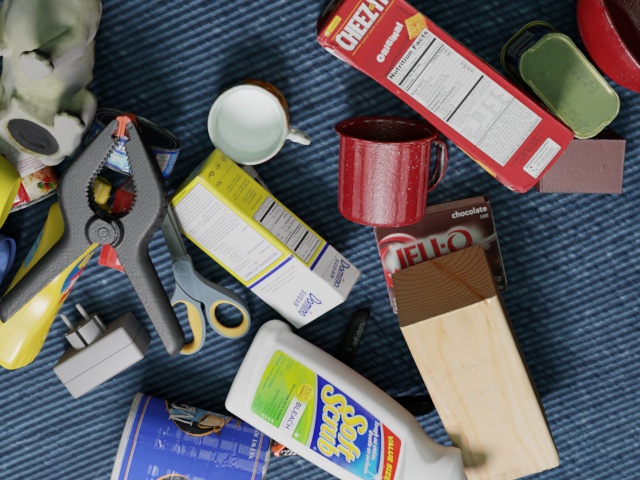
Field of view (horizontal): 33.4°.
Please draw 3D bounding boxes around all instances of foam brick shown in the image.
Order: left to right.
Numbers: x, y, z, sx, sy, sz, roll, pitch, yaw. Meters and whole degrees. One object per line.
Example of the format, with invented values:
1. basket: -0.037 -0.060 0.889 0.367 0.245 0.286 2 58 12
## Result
1. foam brick: 0.234 -0.073 0.978 0.078 0.053 0.051 1 106 1

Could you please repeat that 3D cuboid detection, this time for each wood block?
1. wood block: 0.145 0.120 0.990 0.090 0.091 0.206 -19 119 10

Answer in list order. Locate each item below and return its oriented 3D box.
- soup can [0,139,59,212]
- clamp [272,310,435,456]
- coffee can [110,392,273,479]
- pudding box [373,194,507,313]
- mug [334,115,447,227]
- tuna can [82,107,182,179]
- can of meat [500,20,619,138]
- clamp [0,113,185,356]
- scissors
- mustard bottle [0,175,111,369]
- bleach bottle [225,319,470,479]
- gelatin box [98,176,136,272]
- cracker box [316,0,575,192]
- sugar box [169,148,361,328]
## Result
1. soup can: -0.289 -0.082 0.979 0.068 0.068 0.102 -20 104 7
2. clamp: 0.016 0.150 1.056 0.171 0.039 0.120 -29 86 11
3. coffee can: -0.125 0.215 1.043 0.140 0.103 0.103 15 106 -3
4. pudding box: 0.113 0.012 1.012 0.113 0.039 0.090 -13 106 5
5. mug: 0.067 -0.064 0.974 0.117 0.093 0.081 -13 115 -33
6. tuna can: -0.171 -0.087 0.966 0.086 0.086 0.034 23 107 -5
7. can of meat: 0.212 -0.142 0.942 0.057 0.084 0.102 -42 101 12
8. clamp: -0.175 -0.003 0.920 0.164 0.036 0.210 18 102 -4
9. scissors: -0.110 0.029 1.003 0.096 0.016 0.202 1 126 -7
10. mustard bottle: -0.248 0.023 0.994 0.058 0.096 0.192 31 104 -7
11. bleach bottle: 0.040 0.174 0.991 0.251 0.068 0.102 27 95 18
12. gelatin box: -0.174 -0.019 0.983 0.030 0.089 0.073 17 106 -4
13. cracker box: 0.097 -0.138 0.905 0.213 0.164 0.072 36 102 -9
14. sugar box: -0.056 0.001 0.989 0.176 0.048 0.093 39 145 -12
